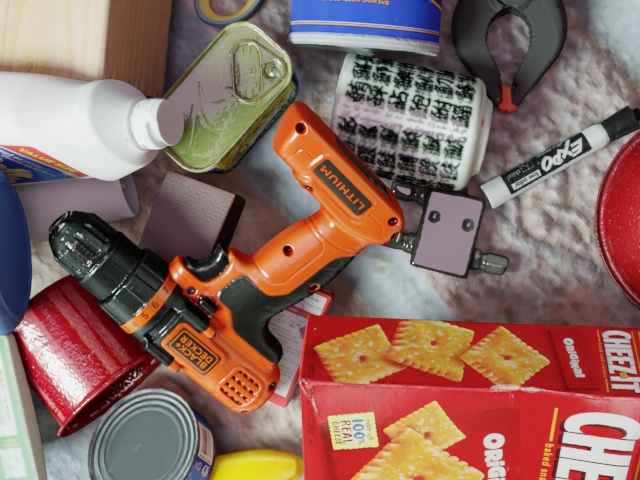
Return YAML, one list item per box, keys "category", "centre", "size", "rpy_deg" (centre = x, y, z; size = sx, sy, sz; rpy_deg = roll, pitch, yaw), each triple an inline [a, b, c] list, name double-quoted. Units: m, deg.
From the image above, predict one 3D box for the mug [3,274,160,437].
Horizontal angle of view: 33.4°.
- category: "mug"
  centre: [-0.160, 0.069, 0.745]
  size: [0.117, 0.093, 0.081]
  rpy_deg: [-40, 82, -10]

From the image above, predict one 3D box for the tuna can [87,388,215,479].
- category: "tuna can"
  centre: [-0.117, 0.149, 0.746]
  size: [0.086, 0.033, 0.086]
  rpy_deg: [-11, 57, 17]

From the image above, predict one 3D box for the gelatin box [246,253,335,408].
- category: "gelatin box"
  centre: [-0.039, 0.063, 0.760]
  size: [0.073, 0.030, 0.089]
  rpy_deg: [23, 93, 6]

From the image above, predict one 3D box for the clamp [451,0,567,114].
- category: "clamp"
  centre: [0.122, -0.177, 0.741]
  size: [0.120, 0.039, 0.171]
  rpy_deg: [11, 91, 15]

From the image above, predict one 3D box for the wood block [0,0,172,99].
- category: "wood block"
  centre: [-0.156, -0.206, 0.731]
  size: [0.090, 0.090, 0.206]
  rpy_deg: [6, 91, 20]

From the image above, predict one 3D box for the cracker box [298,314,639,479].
- category: "cracker box"
  centre: [0.095, 0.132, 0.688]
  size: [0.214, 0.072, 0.164]
  rpy_deg: [3, 128, 5]

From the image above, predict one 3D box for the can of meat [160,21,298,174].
- category: "can of meat"
  centre: [-0.062, -0.094, 0.734]
  size: [0.057, 0.084, 0.102]
  rpy_deg: [42, 94, 4]

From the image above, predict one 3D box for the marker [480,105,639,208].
- category: "marker"
  centre: [0.170, -0.059, 0.746]
  size: [0.121, 0.020, 0.020]
  rpy_deg: [-29, 88, 4]

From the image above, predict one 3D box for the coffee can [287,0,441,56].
- category: "coffee can"
  centre: [0.034, -0.197, 0.707]
  size: [0.103, 0.102, 0.140]
  rpy_deg: [5, 98, 5]

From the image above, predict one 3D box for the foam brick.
- category: "foam brick"
  centre: [-0.093, -0.005, 0.754]
  size: [0.053, 0.051, 0.078]
  rpy_deg: [22, 92, 5]

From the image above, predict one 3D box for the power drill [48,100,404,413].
- category: "power drill"
  centre: [-0.054, 0.001, 0.687]
  size: [0.188, 0.057, 0.184]
  rpy_deg: [-43, 110, 13]

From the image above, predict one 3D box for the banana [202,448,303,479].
- category: "banana"
  centre: [-0.102, 0.200, 0.754]
  size: [0.198, 0.037, 0.070]
  rpy_deg: [-39, 56, -3]

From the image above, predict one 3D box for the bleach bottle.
- category: "bleach bottle"
  centre: [-0.205, -0.075, 0.696]
  size: [0.251, 0.102, 0.068]
  rpy_deg: [0, 67, 28]
